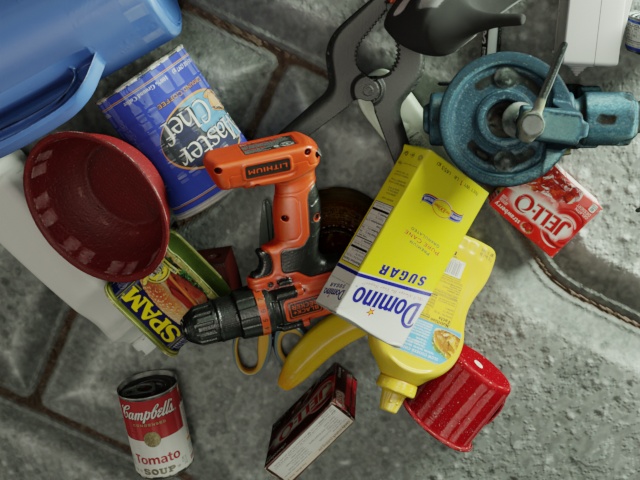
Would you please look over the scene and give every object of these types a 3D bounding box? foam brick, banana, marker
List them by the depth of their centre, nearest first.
[{"bbox_3d":[0.167,-0.208,1.030,0.020,0.020,0.121,3,109,4],"label":"marker"},{"bbox_3d":[-0.128,0.042,1.125,0.078,0.053,0.051,-8,108,7],"label":"foam brick"},{"bbox_3d":[0.041,0.099,1.128,0.198,0.037,0.069,-17,80,5],"label":"banana"}]

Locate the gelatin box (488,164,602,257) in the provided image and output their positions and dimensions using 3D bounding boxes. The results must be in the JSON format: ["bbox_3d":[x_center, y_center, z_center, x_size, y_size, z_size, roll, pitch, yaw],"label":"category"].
[{"bbox_3d":[0.227,-0.038,1.079,0.089,0.030,0.073,40,108,-9],"label":"gelatin box"}]

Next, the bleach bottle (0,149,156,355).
[{"bbox_3d":[-0.258,0.023,1.102,0.068,0.102,0.250,-38,101,14],"label":"bleach bottle"}]

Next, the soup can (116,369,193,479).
[{"bbox_3d":[-0.181,0.203,1.178,0.068,0.068,0.102,-7,109,7],"label":"soup can"}]

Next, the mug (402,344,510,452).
[{"bbox_3d":[0.154,0.166,1.132,0.117,0.093,0.081,25,107,-37],"label":"mug"}]

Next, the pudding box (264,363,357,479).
[{"bbox_3d":[-0.009,0.197,1.149,0.039,0.090,0.114,38,108,-9],"label":"pudding box"}]

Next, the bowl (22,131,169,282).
[{"bbox_3d":[-0.202,-0.041,1.020,0.162,0.055,0.162,14,126,20],"label":"bowl"}]

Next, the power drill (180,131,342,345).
[{"bbox_3d":[-0.057,0.001,1.010,0.184,0.057,0.187,-15,114,-12],"label":"power drill"}]

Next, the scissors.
[{"bbox_3d":[-0.040,0.060,1.143,0.096,0.016,0.202,16,110,-3],"label":"scissors"}]

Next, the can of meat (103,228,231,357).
[{"bbox_3d":[-0.150,0.052,1.072,0.084,0.057,0.102,-41,101,14],"label":"can of meat"}]

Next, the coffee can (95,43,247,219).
[{"bbox_3d":[-0.138,-0.106,1.047,0.103,0.102,0.140,-31,104,14],"label":"coffee can"}]

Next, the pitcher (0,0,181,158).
[{"bbox_3d":[-0.257,-0.186,1.012,0.243,0.145,0.149,-24,102,9],"label":"pitcher"}]

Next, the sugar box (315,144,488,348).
[{"bbox_3d":[0.079,0.007,1.013,0.093,0.048,0.176,31,84,-34],"label":"sugar box"}]

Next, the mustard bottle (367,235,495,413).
[{"bbox_3d":[0.101,0.082,1.078,0.096,0.058,0.191,22,84,-9],"label":"mustard bottle"}]

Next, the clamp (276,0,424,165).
[{"bbox_3d":[0.053,-0.138,1.026,0.164,0.036,0.210,21,103,-8],"label":"clamp"}]
